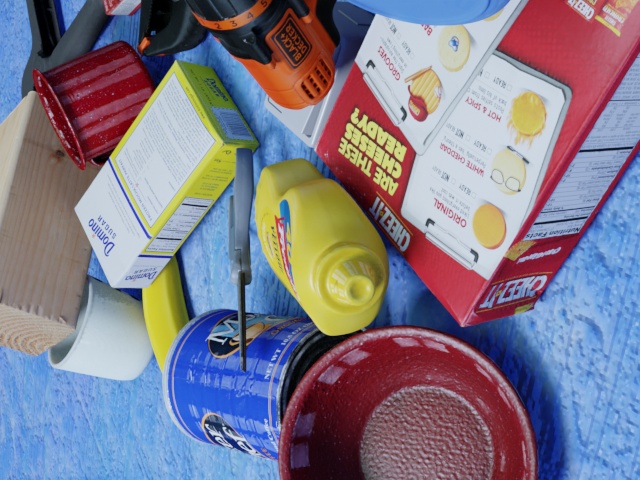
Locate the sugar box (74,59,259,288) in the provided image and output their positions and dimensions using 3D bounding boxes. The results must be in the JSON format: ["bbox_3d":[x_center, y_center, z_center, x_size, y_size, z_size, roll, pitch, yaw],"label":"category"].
[{"bbox_3d":[-0.130,-0.050,0.874,0.176,0.048,0.093,-50,57,32],"label":"sugar box"}]

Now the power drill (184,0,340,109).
[{"bbox_3d":[-0.002,-0.184,0.590,0.057,0.184,0.187,36,84,31],"label":"power drill"}]

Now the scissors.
[{"bbox_3d":[-0.055,0.001,0.752,0.202,0.016,0.096,-105,19,-66],"label":"scissors"}]

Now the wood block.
[{"bbox_3d":[-0.255,-0.015,0.953,0.090,0.090,0.206,-30,45,47],"label":"wood block"}]

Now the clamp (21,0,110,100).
[{"bbox_3d":[-0.263,-0.179,1.044,0.165,0.036,0.210,44,127,37],"label":"clamp"}]

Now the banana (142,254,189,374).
[{"bbox_3d":[-0.112,0.089,0.905,0.070,0.037,0.198,-43,63,23],"label":"banana"}]

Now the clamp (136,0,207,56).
[{"bbox_3d":[-0.098,-0.203,0.841,0.120,0.039,0.172,59,138,33],"label":"clamp"}]

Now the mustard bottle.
[{"bbox_3d":[0.002,0.007,0.669,0.192,0.058,0.096,-136,34,-73],"label":"mustard bottle"}]

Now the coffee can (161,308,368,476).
[{"bbox_3d":[-0.032,0.103,0.753,0.141,0.102,0.103,1,96,50],"label":"coffee can"}]

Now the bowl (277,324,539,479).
[{"bbox_3d":[0.057,0.134,0.657,0.162,0.055,0.162,-3,81,21],"label":"bowl"}]

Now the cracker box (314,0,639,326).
[{"bbox_3d":[0.099,-0.087,0.592,0.164,0.071,0.214,53,133,34],"label":"cracker box"}]

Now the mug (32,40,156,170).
[{"bbox_3d":[-0.185,-0.111,0.914,0.093,0.081,0.117,50,159,35],"label":"mug"}]
